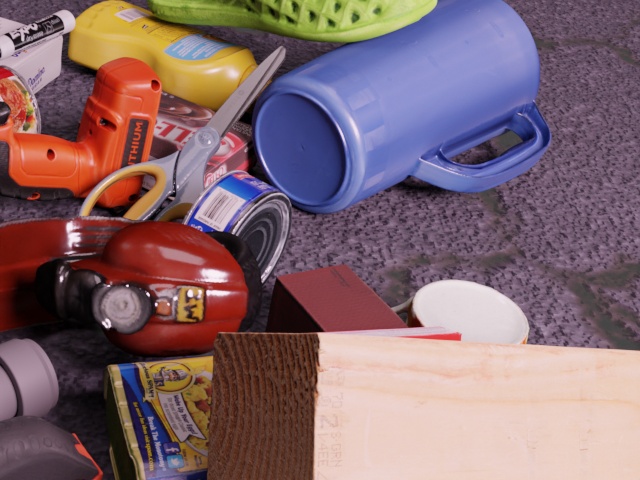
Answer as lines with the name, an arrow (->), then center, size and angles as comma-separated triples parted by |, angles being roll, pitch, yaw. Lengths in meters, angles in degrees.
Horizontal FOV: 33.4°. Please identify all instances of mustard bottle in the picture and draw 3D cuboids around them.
mustard bottle -> -0.117, -0.154, 0.928 | 0.192, 0.058, 0.096 | 22, 27, 18

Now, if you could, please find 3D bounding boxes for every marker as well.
marker -> -0.242, -0.162, 0.860 | 0.020, 0.020, 0.121 | 22, 33, 17

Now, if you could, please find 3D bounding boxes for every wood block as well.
wood block -> 0.060, 0.091, 0.491 | 0.205, 0.090, 0.091 | 7, -8, -32

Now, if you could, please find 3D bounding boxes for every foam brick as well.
foam brick -> 0.010, 0.058, 0.633 | 0.052, 0.051, 0.078 | -9, 37, -31

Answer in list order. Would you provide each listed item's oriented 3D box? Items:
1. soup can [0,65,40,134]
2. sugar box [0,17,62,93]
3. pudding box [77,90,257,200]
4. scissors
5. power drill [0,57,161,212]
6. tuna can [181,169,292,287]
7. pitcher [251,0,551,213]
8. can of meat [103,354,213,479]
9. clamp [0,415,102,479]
soup can -> -0.261, -0.081, 0.758 | 0.069, 0.068, 0.102 | 31, 37, 29
sugar box -> -0.318, -0.164, 0.898 | 0.176, 0.048, 0.093 | 20, 33, 7
pudding box -> -0.115, -0.073, 0.818 | 0.114, 0.039, 0.089 | 21, 33, 17
scissors -> -0.072, -0.049, 0.729 | 0.201, 0.016, 0.096 | -37, 76, -19
power drill -> -0.197, -0.083, 0.690 | 0.187, 0.184, 0.057 | -6, 32, -41
tuna can -> -0.054, 0.001, 0.673 | 0.034, 0.086, 0.086 | 27, 35, 22
pitcher -> 0.069, -0.104, 0.850 | 0.149, 0.145, 0.242 | 3, 24, 42
can of meat -> -0.060, 0.102, 0.537 | 0.083, 0.057, 0.102 | -4, 34, -19
clamp -> -0.172, 0.119, 0.455 | 0.171, 0.120, 0.039 | 9, 42, -57
